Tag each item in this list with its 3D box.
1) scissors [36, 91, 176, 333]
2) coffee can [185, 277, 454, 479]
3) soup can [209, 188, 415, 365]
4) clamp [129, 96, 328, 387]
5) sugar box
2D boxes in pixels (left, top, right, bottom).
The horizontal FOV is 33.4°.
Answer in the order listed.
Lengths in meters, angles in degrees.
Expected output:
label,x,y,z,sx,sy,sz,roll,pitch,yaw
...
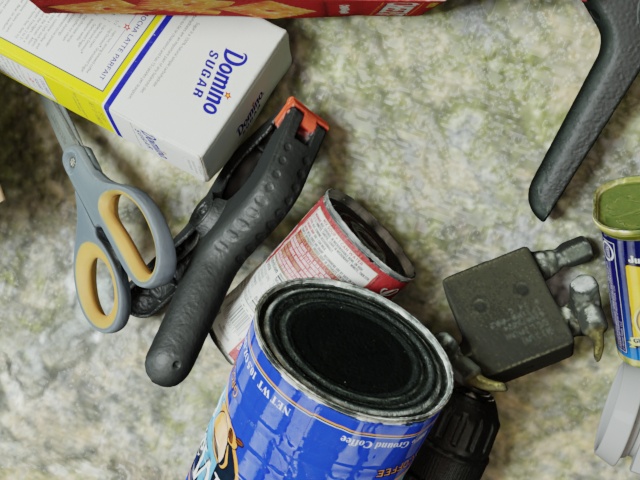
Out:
label,x,y,z,sx,sy,sz,roll,pitch,yaw
scissors,-0.144,-0.025,0.630,0.202,0.016,0.096,44,121,38
coffee can,-0.007,0.105,0.541,0.103,0.102,0.140,31,120,12
soup can,-0.006,0.030,0.597,0.102,0.068,0.068,-45,81,15
clamp,-0.054,0.001,0.593,0.039,0.120,0.171,30,104,-30
sugar box,-0.114,-0.113,0.616,0.176,0.048,0.093,30,74,11
